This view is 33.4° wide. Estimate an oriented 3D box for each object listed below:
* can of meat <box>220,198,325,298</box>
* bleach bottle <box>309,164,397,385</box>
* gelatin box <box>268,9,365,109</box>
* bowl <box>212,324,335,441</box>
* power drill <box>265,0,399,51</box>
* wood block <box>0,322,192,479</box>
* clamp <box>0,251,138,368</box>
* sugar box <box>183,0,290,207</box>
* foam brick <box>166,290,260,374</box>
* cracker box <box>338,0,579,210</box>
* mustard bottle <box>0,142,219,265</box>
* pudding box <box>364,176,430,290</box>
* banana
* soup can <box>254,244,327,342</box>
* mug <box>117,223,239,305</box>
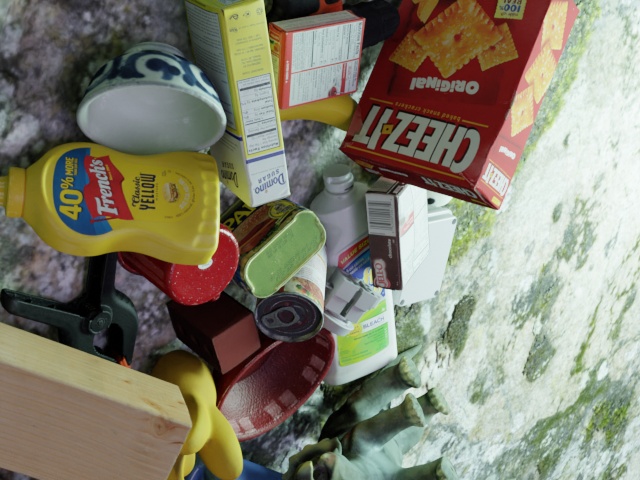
[{"bbox_3d":[-0.057,0.001,1.041,0.102,0.084,0.057,-44,129,-15],"label":"can of meat"},{"bbox_3d":[0.025,0.035,1.168,0.102,0.068,0.251,-20,125,-18],"label":"bleach bottle"},{"bbox_3d":[-0.005,-0.163,0.955,0.089,0.030,0.073,-18,128,-32],"label":"gelatin box"},{"bbox_3d":[-0.062,0.138,1.138,0.162,0.055,0.162,-32,147,-24],"label":"bowl"},{"bbox_3d":[0.003,-0.246,0.967,0.184,0.057,0.188,-25,131,-32],"label":"power drill"},{"bbox_3d":[-0.225,0.142,0.897,0.205,0.090,0.091,23,98,-20],"label":"wood block"},{"bbox_3d":[-0.204,0.057,0.970,0.120,0.039,0.171,-41,144,-10],"label":"clamp"},{"bbox_3d":[-0.071,-0.127,0.918,0.048,0.093,0.176,-20,119,-19],"label":"sugar box"},{"bbox_3d":[-0.105,0.085,1.058,0.051,0.078,0.053,-35,135,-27],"label":"foam brick"},{"bbox_3d":[0.133,-0.156,1.043,0.072,0.164,0.213,31,81,-54],"label":"cracker box"},{"bbox_3d":[-0.181,-0.034,0.883,0.191,0.096,0.058,4,157,-17],"label":"mustard bottle"},{"bbox_3d":[0.083,-0.017,1.124,0.089,0.039,0.113,-48,140,-53],"label":"pudding box"},{"bbox_3d":[-0.024,-0.125,1.039,0.197,0.037,0.070,-13,145,-37],"label":"banana"},{"bbox_3d":[-0.028,0.043,1.077,0.068,0.102,0.068,2,131,2],"label":"soup can"},{"bbox_3d":[-0.126,0.016,0.988,0.093,0.082,0.117,-41,137,-19],"label":"mug"}]
